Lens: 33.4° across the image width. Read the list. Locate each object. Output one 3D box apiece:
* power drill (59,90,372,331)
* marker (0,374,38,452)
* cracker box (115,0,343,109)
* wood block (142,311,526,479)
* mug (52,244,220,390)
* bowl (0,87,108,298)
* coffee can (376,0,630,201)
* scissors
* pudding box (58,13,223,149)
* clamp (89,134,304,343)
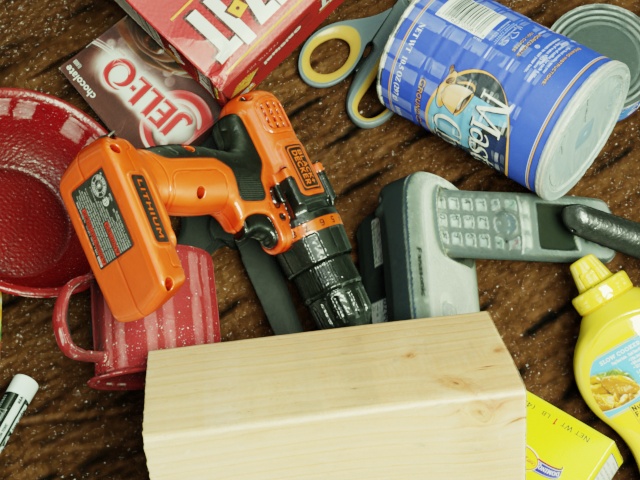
[{"bbox_3d":[-0.058,-0.005,0.670,0.057,0.187,0.184,-34,77,37],"label":"power drill"},{"bbox_3d":[-0.226,0.144,0.720,0.020,0.020,0.121,17,52,7],"label":"marker"},{"bbox_3d":[-0.085,-0.226,0.752,0.164,0.072,0.214,-45,86,-3],"label":"cracker box"},{"bbox_3d":[0.007,0.110,0.620,0.206,0.090,0.091,-7,117,-3],"label":"wood block"},{"bbox_3d":[-0.118,0.050,0.692,0.117,0.093,0.081,3,73,-35],"label":"mug"},{"bbox_3d":[-0.211,-0.025,0.749,0.161,0.055,0.162,15,58,-25],"label":"bowl"},{"bbox_3d":[0.125,-0.105,0.737,0.140,0.102,0.102,34,78,25],"label":"coffee can"},{"bbox_3d":[0.049,-0.182,0.821,0.096,0.016,0.201,17,76,7],"label":"scissors"},{"bbox_3d":[-0.124,-0.111,0.798,0.090,0.039,0.113,-40,77,-8],"label":"pudding box"},{"bbox_3d":[-0.055,0.001,0.765,0.164,0.036,0.210,19,80,7],"label":"clamp"}]
